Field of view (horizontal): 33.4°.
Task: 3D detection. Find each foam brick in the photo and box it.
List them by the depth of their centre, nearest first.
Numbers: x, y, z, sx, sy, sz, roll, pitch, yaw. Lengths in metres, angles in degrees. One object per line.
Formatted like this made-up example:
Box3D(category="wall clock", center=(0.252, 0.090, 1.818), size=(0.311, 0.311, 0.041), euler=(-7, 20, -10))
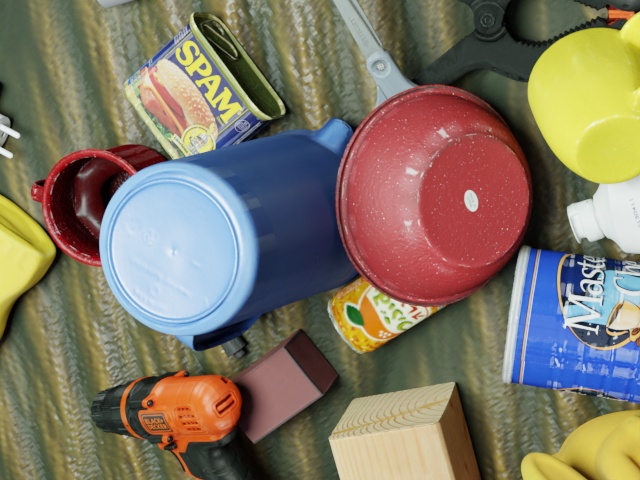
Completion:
Box3D(category="foam brick", center=(-0.035, 0.120, 0.877), size=(0.078, 0.053, 0.051), euler=(-38, 91, 20))

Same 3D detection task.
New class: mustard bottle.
Box3D(category="mustard bottle", center=(-0.316, 0.053, 0.935), size=(0.096, 0.058, 0.192), euler=(39, 110, 5))

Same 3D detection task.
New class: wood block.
Box3D(category="wood block", center=(0.085, 0.230, 0.851), size=(0.091, 0.090, 0.206), euler=(-12, 99, 18))

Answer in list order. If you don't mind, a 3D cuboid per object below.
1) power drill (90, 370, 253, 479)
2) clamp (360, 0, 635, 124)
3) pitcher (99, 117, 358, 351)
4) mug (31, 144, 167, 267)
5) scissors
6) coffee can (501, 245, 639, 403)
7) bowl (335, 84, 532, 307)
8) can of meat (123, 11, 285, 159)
Box3D(category="power drill", center=(-0.104, 0.196, 0.890), size=(0.185, 0.057, 0.187), euler=(-12, 110, 49))
Box3D(category="clamp", center=(0.119, -0.153, 0.781), size=(0.210, 0.036, 0.164), euler=(7, 111, 13))
Box3D(category="pitcher", center=(-0.055, 0.001, 0.754), size=(0.145, 0.242, 0.149), euler=(-13, 93, 21))
Box3D(category="mug", center=(-0.175, -0.034, 0.864), size=(0.117, 0.081, 0.093), euler=(6, 104, 13))
Box3D(category="scissors", center=(0.035, -0.112, 0.781), size=(0.201, 0.016, 0.096), euler=(41, 118, -20))
Box3D(category="coffee can", center=(0.208, 0.063, 0.772), size=(0.140, 0.102, 0.103), euler=(8, 104, 13))
Box3D(category="bowl", center=(0.093, -0.029, 0.749), size=(0.161, 0.055, 0.162), euler=(-3, 96, -25))
Box3D(category="can of meat", center=(-0.092, -0.113, 0.837), size=(0.084, 0.057, 0.102), euler=(-37, 88, 22))
